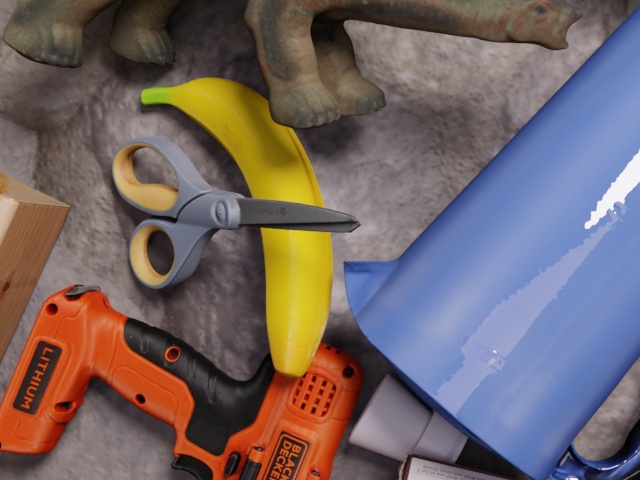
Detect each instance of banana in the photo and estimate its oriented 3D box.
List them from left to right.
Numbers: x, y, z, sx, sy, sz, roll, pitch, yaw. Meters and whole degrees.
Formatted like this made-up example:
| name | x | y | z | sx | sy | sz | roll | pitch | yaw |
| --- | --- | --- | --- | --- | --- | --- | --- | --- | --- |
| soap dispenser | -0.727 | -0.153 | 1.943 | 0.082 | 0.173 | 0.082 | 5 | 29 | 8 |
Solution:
| name | x | y | z | sx | sy | sz | roll | pitch | yaw |
| --- | --- | --- | --- | --- | --- | --- | --- | --- | --- |
| banana | -0.032 | -0.022 | 0.594 | 0.070 | 0.037 | 0.198 | -36 | 66 | 18 |

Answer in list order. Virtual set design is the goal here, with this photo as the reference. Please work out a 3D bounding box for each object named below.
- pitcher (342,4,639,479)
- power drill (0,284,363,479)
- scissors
| name | x | y | z | sx | sy | sz | roll | pitch | yaw |
| --- | --- | --- | --- | --- | --- | --- | --- | --- | --- |
| pitcher | 0.144 | 0.001 | 0.547 | 0.243 | 0.149 | 0.145 | -49 | 43 | 1 |
| power drill | -0.088 | 0.120 | 0.608 | 0.187 | 0.057 | 0.184 | 23 | 91 | 4 |
| scissors | -0.054 | 0.001 | 0.567 | 0.202 | 0.016 | 0.096 | 27 | 119 | 43 |
